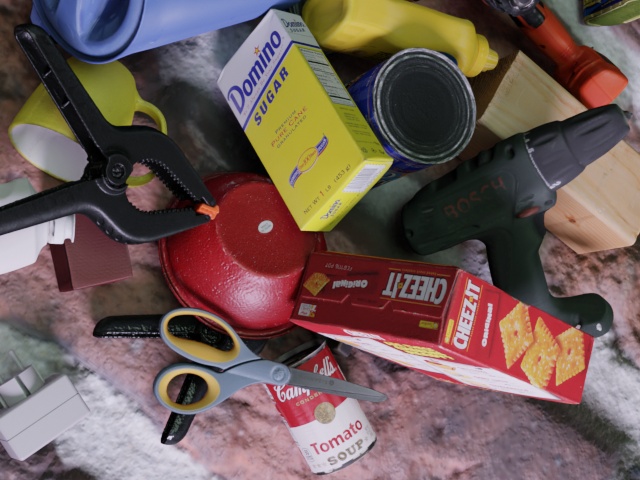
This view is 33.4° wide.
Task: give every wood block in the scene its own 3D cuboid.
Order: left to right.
[{"bbox_3d":[0.230,-0.084,1.072,0.206,0.091,0.090,37,70,-16],"label":"wood block"}]

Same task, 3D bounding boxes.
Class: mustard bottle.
[{"bbox_3d":[0.083,-0.186,0.979,0.191,0.096,0.058,9,84,-29],"label":"mustard bottle"}]

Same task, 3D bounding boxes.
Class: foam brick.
[{"bbox_3d":[-0.194,0.001,0.885,0.052,0.051,0.078,-11,87,-27],"label":"foam brick"}]

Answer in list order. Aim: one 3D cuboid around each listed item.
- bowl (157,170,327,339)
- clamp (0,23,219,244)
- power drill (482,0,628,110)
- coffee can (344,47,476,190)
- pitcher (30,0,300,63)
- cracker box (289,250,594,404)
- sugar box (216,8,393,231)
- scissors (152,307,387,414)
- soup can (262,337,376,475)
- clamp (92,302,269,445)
[{"bbox_3d":[-0.056,0.001,0.925,0.162,0.055,0.162,10,62,-20],"label":"bowl"},{"bbox_3d":[-0.167,-0.063,0.819,0.209,0.036,0.164,14,84,-39],"label":"clamp"},{"bbox_3d":[0.221,-0.211,1.052,0.057,0.184,0.187,-41,111,15],"label":"power drill"},{"bbox_3d":[0.060,-0.105,0.968,0.102,0.141,0.103,4,81,-25],"label":"coffee can"},{"bbox_3d":[-0.118,-0.227,0.889,0.242,0.149,0.145,-25,132,-49],"label":"pitcher"},{"bbox_3d":[0.108,0.074,0.912,0.213,0.164,0.072,26,75,-43],"label":"cracker box"},{"bbox_3d":[-0.018,-0.104,0.918,0.048,0.093,0.176,-1,52,-50],"label":"sugar box"},{"bbox_3d":[-0.051,0.125,0.890,0.201,0.016,0.096,29,81,-7],"label":"scissors"},{"bbox_3d":[-0.002,0.147,0.943,0.068,0.069,0.102,-31,96,-25],"label":"soup can"},{"bbox_3d":[-0.098,0.095,0.922,0.171,0.039,0.120,-23,94,-26],"label":"clamp"}]
